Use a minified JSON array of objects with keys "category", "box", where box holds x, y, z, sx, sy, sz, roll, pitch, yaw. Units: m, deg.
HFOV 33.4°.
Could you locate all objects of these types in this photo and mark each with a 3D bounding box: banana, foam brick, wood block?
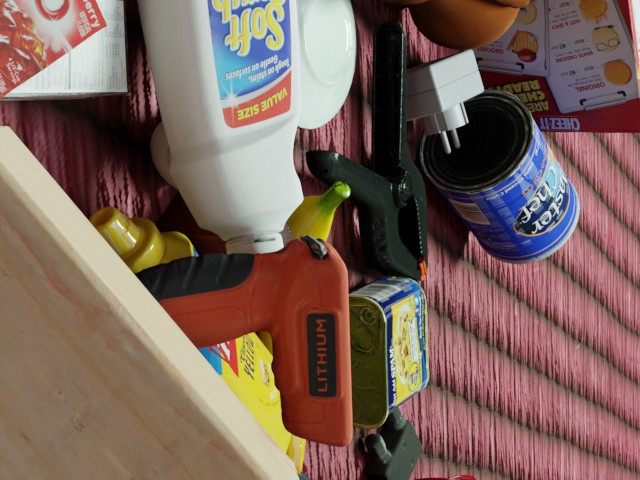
[{"category":"banana","box":[-0.020,0.055,0.715,0.037,0.070,0.198,6,96,-17]},{"category":"foam brick","box":[-0.054,0.001,0.663,0.053,0.051,0.078,-64,141,-32]},{"category":"wood block","box":[-0.104,0.059,0.448,0.090,0.091,0.206,-39,100,-3]}]

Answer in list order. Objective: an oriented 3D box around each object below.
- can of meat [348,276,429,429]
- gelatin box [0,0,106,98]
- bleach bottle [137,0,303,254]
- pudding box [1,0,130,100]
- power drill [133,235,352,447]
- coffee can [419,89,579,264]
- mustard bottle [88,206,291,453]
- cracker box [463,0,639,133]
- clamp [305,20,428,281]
[{"category":"can of meat","box":[0.043,0.083,0.823,0.083,0.058,0.102,-20,111,-58]},{"category":"gelatin box","box":[-0.141,-0.116,0.463,0.073,0.030,0.089,-48,130,-40]},{"category":"bleach bottle","box":[-0.049,-0.106,0.590,0.102,0.068,0.251,-6,84,-48]},{"category":"pudding box","box":[-0.145,-0.113,0.521,0.113,0.039,0.090,-11,103,-54]},{"category":"power drill","box":[-0.080,0.070,0.528,0.057,0.187,0.184,-142,-129,-75]},{"category":"coffee can","box":[0.162,-0.054,0.953,0.140,0.103,0.102,44,57,-50]},{"category":"mustard bottle","box":[-0.078,0.052,0.613,0.096,0.058,0.191,-94,160,-47]},{"category":"cracker box","box":[0.208,-0.205,0.952,0.072,0.164,0.213,-48,132,-42]},{"category":"clamp","box":[0.045,-0.039,0.820,0.164,0.036,0.210,-57,142,-43]}]
